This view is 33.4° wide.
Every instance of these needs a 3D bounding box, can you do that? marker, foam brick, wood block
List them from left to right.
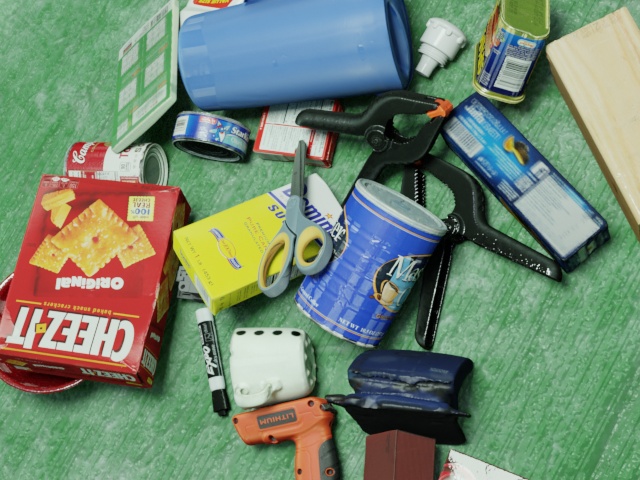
[{"bbox_3d":[-0.118,0.133,1.171,0.020,0.020,0.121,-17,71,13],"label":"marker"},{"bbox_3d":[0.077,0.230,1.046,0.053,0.051,0.078,-26,51,51],"label":"foam brick"},{"bbox_3d":[0.310,-0.112,1.057,0.090,0.090,0.206,-26,69,10],"label":"wood block"}]

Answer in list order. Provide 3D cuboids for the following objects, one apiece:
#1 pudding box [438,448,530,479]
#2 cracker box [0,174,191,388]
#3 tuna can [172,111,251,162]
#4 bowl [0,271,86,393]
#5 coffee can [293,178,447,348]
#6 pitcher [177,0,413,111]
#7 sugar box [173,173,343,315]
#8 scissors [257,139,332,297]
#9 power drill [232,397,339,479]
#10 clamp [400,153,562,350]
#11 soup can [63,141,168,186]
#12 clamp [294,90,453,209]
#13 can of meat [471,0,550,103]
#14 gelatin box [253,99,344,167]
[{"bbox_3d":[0.163,0.264,1.032,0.114,0.039,0.090,18,82,22],"label":"pudding box"},{"bbox_3d":[-0.244,0.040,1.158,0.164,0.072,0.213,7,69,9],"label":"cracker box"},{"bbox_3d":[-0.124,-0.116,1.204,0.086,0.086,0.034,8,80,20],"label":"tuna can"},{"bbox_3d":[-0.297,0.101,1.208,0.162,0.055,0.162,-2,67,5],"label":"bowl"},{"bbox_3d":[0.050,0.023,1.081,0.103,0.102,0.140,35,104,23],"label":"coffee can"},{"bbox_3d":[-0.028,-0.219,1.151,0.243,0.145,0.149,-7,63,16],"label":"pitcher"},{"bbox_3d":[-0.057,0.001,1.133,0.176,0.048,0.093,-25,67,-18],"label":"sugar box"},{"bbox_3d":[-0.013,-0.032,1.094,0.096,0.016,0.201,-9,52,39],"label":"scissors"},{"bbox_3d":[-0.036,0.264,1.089,0.184,0.057,0.187,-15,74,10],"label":"power drill"},{"bbox_3d":[0.131,0.000,1.115,0.165,0.036,0.210,-36,65,13],"label":"clamp"},{"bbox_3d":[-0.237,-0.081,1.241,0.102,0.068,0.068,2,76,19],"label":"soup can"},{"bbox_3d":[0.055,-0.116,1.121,0.172,0.039,0.120,-33,103,31],"label":"clamp"},{"bbox_3d":[0.198,-0.206,1.099,0.057,0.084,0.102,15,44,-3],"label":"can of meat"},{"bbox_3d":[-0.024,-0.125,1.204,0.089,0.030,0.073,9,77,20],"label":"gelatin box"}]
